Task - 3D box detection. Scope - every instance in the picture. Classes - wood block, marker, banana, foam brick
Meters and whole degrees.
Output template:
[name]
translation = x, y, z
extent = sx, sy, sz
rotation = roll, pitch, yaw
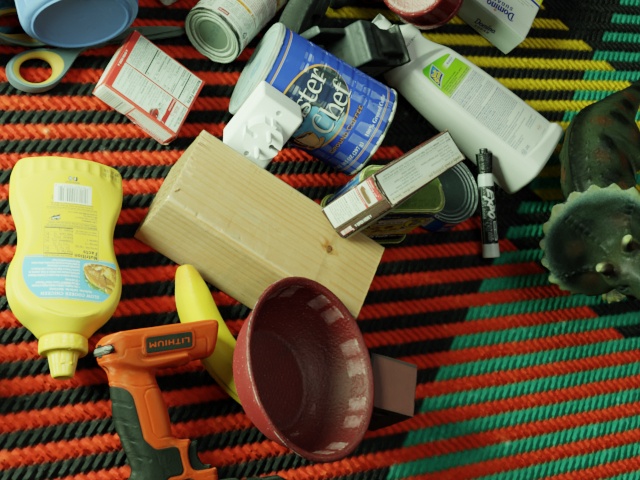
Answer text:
[wood block]
translation = -0.056, 0.001, 1.005
extent = 0.206, 0.090, 0.090
rotation = 33, 56, -13
[marker]
translation = 0.184, -0.041, 1.179
extent = 0.020, 0.020, 0.121
rotation = -5, 91, -31
[banana]
translation = -0.072, 0.108, 0.982
extent = 0.198, 0.037, 0.069
rotation = 41, 57, -5
[foam brick]
translation = 0.049, 0.144, 1.010
extent = 0.053, 0.078, 0.051
rotation = 18, 64, -22

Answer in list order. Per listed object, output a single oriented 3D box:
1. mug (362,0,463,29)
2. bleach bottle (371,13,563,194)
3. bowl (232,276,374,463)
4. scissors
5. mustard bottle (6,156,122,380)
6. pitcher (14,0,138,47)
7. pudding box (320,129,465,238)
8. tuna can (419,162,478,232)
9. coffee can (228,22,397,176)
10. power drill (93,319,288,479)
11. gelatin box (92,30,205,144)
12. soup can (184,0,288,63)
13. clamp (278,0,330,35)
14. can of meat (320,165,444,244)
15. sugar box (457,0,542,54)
[mug]
translation = 0.101, -0.288, 1.210
extent = 0.081, 0.117, 0.093
rotation = -16, 102, -72
[bleach bottle]
translation = 0.155, -0.169, 1.217
extent = 0.251, 0.068, 0.102
rotation = 41, 54, -5
[bowl]
translation = -0.024, 0.115, 0.923
extent = 0.161, 0.055, 0.162
rotation = 25, 55, -43
[scissors]
translation = -0.223, -0.180, 1.035
extent = 0.201, 0.016, 0.096
rotation = 4, 69, -28
[mustard bottle]
translation = -0.220, 0.025, 0.921
extent = 0.096, 0.058, 0.191
rotation = 7, 66, -26
[pitcher]
translation = -0.234, -0.312, 1.000
extent = 0.144, 0.149, 0.243
rotation = -1, 68, -37
[pudding box]
translation = 0.068, -0.053, 0.992
extent = 0.113, 0.090, 0.039
rotation = -35, 91, -37
[tuna can]
translation = 0.128, -0.053, 1.167
extent = 0.086, 0.034, 0.086
rotation = 12, 64, -25
[coffee can]
translation = -0.008, -0.142, 1.087
extent = 0.140, 0.103, 0.102
rotation = 28, 58, -17
[power drill]
translation = -0.112, 0.164, 0.908
extent = 0.184, 0.057, 0.187
rotation = -4, 80, -30
[gelatin box]
translation = -0.166, -0.148, 1.037
extent = 0.089, 0.030, 0.073
rotation = 36, 58, -23
[soup can]
translation = -0.086, -0.239, 1.106
extent = 0.068, 0.069, 0.102
rotation = 41, 56, -8
[clamp]
translation = -0.006, -0.260, 1.145
extent = 0.039, 0.120, 0.171
rotation = 31, 98, 15
[can of meat]
translation = 0.064, -0.036, 1.093
extent = 0.101, 0.084, 0.057
rotation = -2, 70, -30
[sugar box]
translation = 0.238, -0.326, 1.342
extent = 0.093, 0.048, 0.176
rotation = 37, 60, -11
